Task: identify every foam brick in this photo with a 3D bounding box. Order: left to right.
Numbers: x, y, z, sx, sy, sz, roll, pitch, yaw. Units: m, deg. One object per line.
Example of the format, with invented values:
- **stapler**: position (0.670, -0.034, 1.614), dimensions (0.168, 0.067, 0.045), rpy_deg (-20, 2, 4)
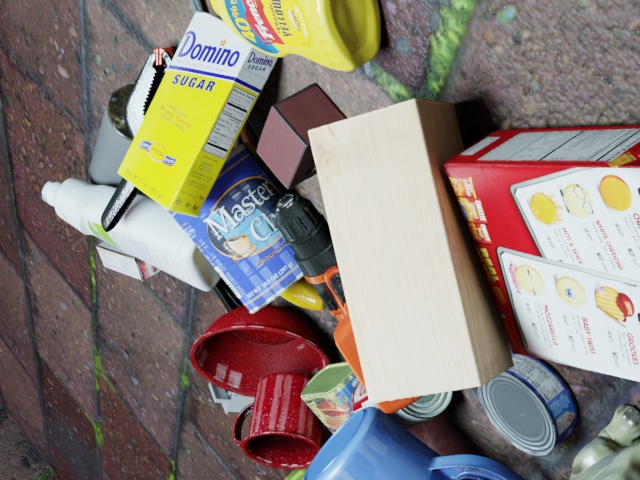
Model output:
- **foam brick**: position (-0.017, -0.093, 0.970), dimensions (0.051, 0.052, 0.078), rpy_deg (50, 152, 14)

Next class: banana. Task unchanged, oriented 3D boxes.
- **banana**: position (-0.065, 0.005, 1.167), dimensions (0.198, 0.037, 0.070), rpy_deg (54, 153, 7)

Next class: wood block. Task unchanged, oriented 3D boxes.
- **wood block**: position (0.069, 0.007, 0.798), dimensions (0.091, 0.090, 0.206), rpy_deg (-14, 88, 26)

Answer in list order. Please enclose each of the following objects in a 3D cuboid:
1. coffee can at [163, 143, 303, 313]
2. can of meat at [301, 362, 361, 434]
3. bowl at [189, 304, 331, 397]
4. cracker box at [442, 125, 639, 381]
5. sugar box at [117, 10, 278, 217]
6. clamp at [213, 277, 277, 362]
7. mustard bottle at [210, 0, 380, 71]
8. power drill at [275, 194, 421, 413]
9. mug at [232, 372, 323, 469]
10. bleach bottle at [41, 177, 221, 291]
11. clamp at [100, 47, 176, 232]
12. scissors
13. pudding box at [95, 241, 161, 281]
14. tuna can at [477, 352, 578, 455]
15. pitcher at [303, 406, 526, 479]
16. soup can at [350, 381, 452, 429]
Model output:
- **coffee can**: position (-0.075, -0.012, 1.076), dimensions (0.140, 0.102, 0.103), rpy_deg (51, 153, -4)
- **can of meat**: position (0.035, 0.178, 1.144), dimensions (0.084, 0.057, 0.102), rpy_deg (50, 154, -9)
- **bowl**: position (-0.065, 0.119, 1.215), dimensions (0.162, 0.055, 0.162), rpy_deg (4, 144, 3)
- **cracker box**: position (0.197, 0.008, 0.707), dimensions (0.214, 0.072, 0.164), rpy_deg (6, 124, 55)
- **sugar box**: position (-0.115, -0.119, 0.997), dimensions (0.093, 0.048, 0.176), rpy_deg (33, 102, 39)
- **clamp**: position (-0.082, 0.094, 1.288), dimensions (0.120, 0.039, 0.171), rpy_deg (2, 120, 61)
- **mustard bottle**: position (-0.034, -0.198, 0.884), dimensions (0.192, 0.058, 0.096), rpy_deg (22, 141, 49)
- **power drill**: position (0.029, 0.055, 0.957), dimensions (0.184, 0.057, 0.188), rpy_deg (53, -176, -25)
- **mug**: position (-0.047, 0.205, 1.210), dimensions (0.117, 0.081, 0.093), rpy_deg (-15, 138, 28)
- **bleach bottle**: position (-0.229, -0.023, 1.261), dimensions (0.251, 0.068, 0.102), rpy_deg (22, 154, 23)
- **clamp**: position (-0.155, -0.099, 1.145), dimensions (0.165, 0.036, 0.210), rpy_deg (9, 104, 13)
- **scissors**: position (-0.089, -0.158, 1.060), dimensions (0.096, 0.016, 0.202), rpy_deg (32, 144, 37)
- **pudding box**: position (-0.223, 0.009, 1.371), dimensions (0.114, 0.089, 0.039), rpy_deg (11, 127, 54)
- **tuna can**: position (0.177, 0.139, 0.914), dimensions (0.086, 0.033, 0.086), rpy_deg (39, 147, 31)
- **pitcher**: position (0.110, 0.263, 0.994), dimensions (0.243, 0.149, 0.145), rpy_deg (40, 166, -2)
- **soup can**: position (0.079, 0.152, 1.051), dimensions (0.068, 0.068, 0.102), rpy_deg (54, 152, 6)
